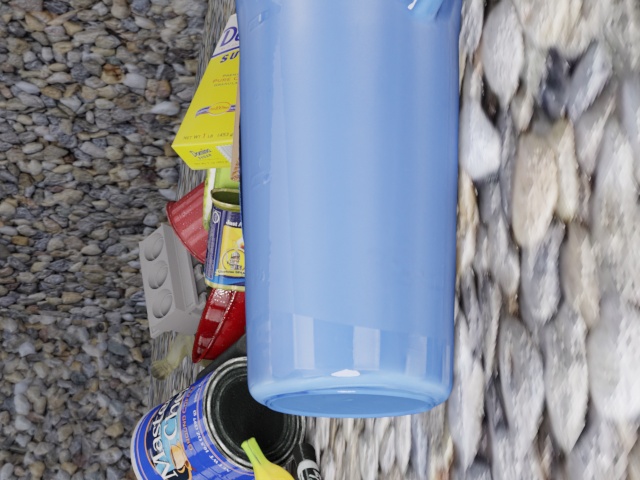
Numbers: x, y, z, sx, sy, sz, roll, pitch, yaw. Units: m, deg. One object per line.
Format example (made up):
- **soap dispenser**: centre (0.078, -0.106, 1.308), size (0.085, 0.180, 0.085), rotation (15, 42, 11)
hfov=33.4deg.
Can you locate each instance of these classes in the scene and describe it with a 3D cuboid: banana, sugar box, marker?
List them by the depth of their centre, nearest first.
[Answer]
- **marker**: centre (-0.006, 0.193, 0.824), size (0.121, 0.020, 0.020), rotation (-112, 31, -68)
- **banana**: centre (-0.043, 0.250, 0.888), size (0.070, 0.037, 0.198), rotation (44, 137, 40)
- **sugar box**: centre (-0.072, -0.153, 1.050), size (0.048, 0.093, 0.176), rotation (48, -130, -46)

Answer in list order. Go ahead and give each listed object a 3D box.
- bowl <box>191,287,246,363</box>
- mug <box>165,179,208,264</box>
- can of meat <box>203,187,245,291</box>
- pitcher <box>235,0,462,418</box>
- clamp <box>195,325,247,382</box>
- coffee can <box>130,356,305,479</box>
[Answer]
- **bowl**: centre (-0.083, 0.066, 1.146), size (0.162, 0.055, 0.162), rotation (-61, 13, 25)
- **mug**: centre (-0.109, -0.022, 1.229), size (0.081, 0.117, 0.093), rotation (-35, 27, 15)
- **can of meat**: centre (-0.056, 0.001, 0.996), size (0.057, 0.102, 0.084), rotation (-117, 33, -70)
- **pitcher**: centre (0.010, -0.026, 0.601), size (0.149, 0.145, 0.243), rotation (65, -156, -71)
- **clamp**: centre (-0.046, 0.081, 0.988), size (0.120, 0.039, 0.172), rotation (-48, 6, -37)
- **coffee can**: centre (-0.094, 0.175, 0.955), size (0.141, 0.102, 0.103), rotation (-36, 44, 47)
